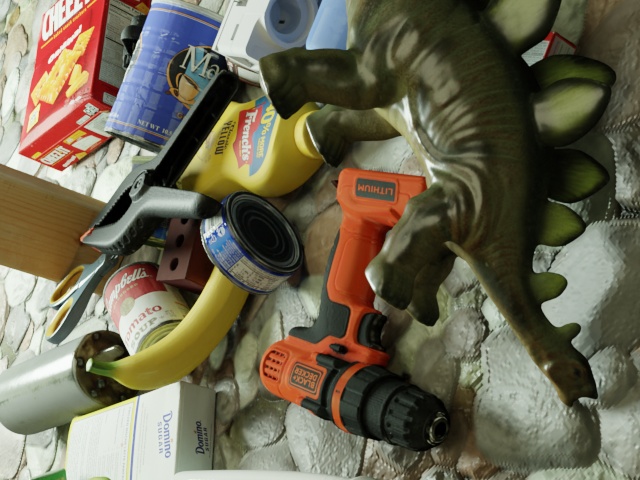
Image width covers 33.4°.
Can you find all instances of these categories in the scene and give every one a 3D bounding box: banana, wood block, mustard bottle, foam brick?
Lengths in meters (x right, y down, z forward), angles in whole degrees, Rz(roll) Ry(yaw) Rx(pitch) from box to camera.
[{"bbox_3d":[-0.107,0.063,0.917,0.197,0.069,0.037,-46,29,-21],"label":"banana"},{"bbox_3d":[-0.310,-0.021,1.106,0.090,0.205,0.091,27,94,53],"label":"wood block"},{"bbox_3d":[-0.047,-0.084,0.939,0.192,0.058,0.096,-4,65,49],"label":"mustard bottle"},{"bbox_3d":[-0.108,0.007,0.974,0.053,0.051,0.078,-4,69,50],"label":"foam brick"}]

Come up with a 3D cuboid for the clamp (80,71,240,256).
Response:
[{"bbox_3d":[-0.144,-0.038,0.942,0.210,0.036,0.164,-39,33,30],"label":"clamp"}]

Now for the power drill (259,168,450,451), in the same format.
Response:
[{"bbox_3d":[0.042,0.046,0.767,0.185,0.057,0.187,13,82,49],"label":"power drill"}]

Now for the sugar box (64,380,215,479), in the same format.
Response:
[{"bbox_3d":[-0.165,0.191,0.959,0.177,0.048,0.093,-21,58,40],"label":"sugar box"}]

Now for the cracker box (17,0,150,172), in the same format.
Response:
[{"bbox_3d":[-0.282,-0.212,1.278,0.164,0.072,0.213,-25,53,41],"label":"cracker box"}]

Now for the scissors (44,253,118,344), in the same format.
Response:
[{"bbox_3d":[-0.213,0.038,1.023,0.202,0.016,0.096,-30,39,44],"label":"scissors"}]

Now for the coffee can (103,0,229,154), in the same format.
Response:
[{"bbox_3d":[-0.141,-0.155,1.052,0.103,0.102,0.140,18,87,53],"label":"coffee can"}]

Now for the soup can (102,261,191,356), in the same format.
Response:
[{"bbox_3d":[-0.154,0.074,0.984,0.068,0.068,0.102,-57,39,14],"label":"soup can"}]

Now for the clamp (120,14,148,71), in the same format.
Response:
[{"bbox_3d":[-0.197,-0.187,1.160,0.171,0.039,0.120,-93,14,-69],"label":"clamp"}]

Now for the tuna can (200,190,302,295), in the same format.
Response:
[{"bbox_3d":[-0.056,0.001,0.885,0.034,0.086,0.086,-41,45,28],"label":"tuna can"}]
